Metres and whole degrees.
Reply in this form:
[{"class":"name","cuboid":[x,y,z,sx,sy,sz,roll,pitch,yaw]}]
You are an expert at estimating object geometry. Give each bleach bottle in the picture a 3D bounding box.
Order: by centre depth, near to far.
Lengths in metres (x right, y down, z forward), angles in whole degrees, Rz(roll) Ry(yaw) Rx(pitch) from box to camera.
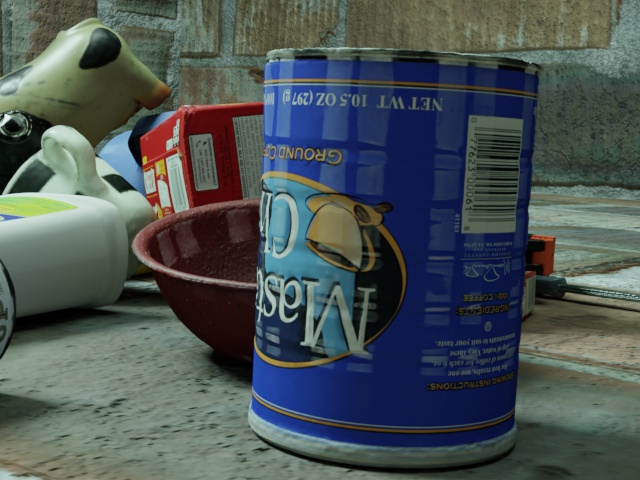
[{"class":"bleach bottle","cuboid":[-0.208,0.018,0.541,0.103,0.068,0.250,6,8,23]}]

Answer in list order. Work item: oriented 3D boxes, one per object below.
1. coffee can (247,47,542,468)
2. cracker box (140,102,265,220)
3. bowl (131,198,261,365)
[{"class":"coffee can","cuboid":[0.027,0.003,0.403,0.103,0.140,0.103,3,6,0]},{"class":"cracker box","cuboid":[-0.001,-0.057,0.705,0.213,0.072,0.164,-8,2,-17]},{"class":"bowl","cuboid":[-0.012,0.022,0.539,0.162,0.055,0.162,0,16,0]}]
